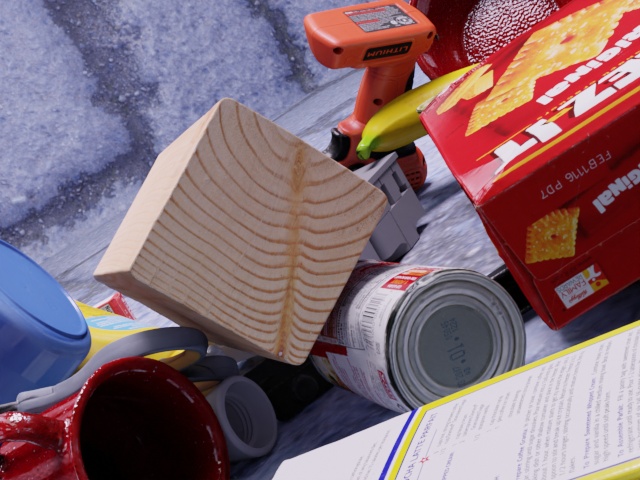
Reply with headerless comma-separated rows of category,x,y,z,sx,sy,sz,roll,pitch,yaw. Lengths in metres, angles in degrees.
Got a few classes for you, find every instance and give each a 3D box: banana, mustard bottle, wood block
banana,0.112,-0.108,0.834,0.197,0.037,0.070,-24,32,-5
mustard bottle,-0.143,0.077,0.734,0.192,0.058,0.096,12,-4,32
wood block,-0.053,0.001,0.563,0.091,0.090,0.206,-62,13,-10

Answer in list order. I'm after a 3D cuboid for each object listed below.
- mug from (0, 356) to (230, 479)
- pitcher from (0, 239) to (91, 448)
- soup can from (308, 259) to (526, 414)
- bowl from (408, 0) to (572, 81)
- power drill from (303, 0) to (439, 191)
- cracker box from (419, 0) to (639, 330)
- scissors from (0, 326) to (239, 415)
mug,-0.113,0.109,0.509,0.082,0.117,0.093,-29,50,35
pitcher,-0.257,0.109,0.650,0.243,0.149,0.144,-46,-25,5
soup can,0.040,0.044,0.491,0.068,0.068,0.102,-34,12,-17
bowl,0.157,-0.186,0.903,0.162,0.162,0.055,-28,-20,14
power drill,0.016,-0.097,0.875,0.184,0.188,0.057,-18,47,-28
cracker box,0.138,-0.063,0.500,0.164,0.072,0.213,-34,14,9
scissors,-0.140,0.077,0.548,0.201,0.016,0.096,-7,-28,-13
